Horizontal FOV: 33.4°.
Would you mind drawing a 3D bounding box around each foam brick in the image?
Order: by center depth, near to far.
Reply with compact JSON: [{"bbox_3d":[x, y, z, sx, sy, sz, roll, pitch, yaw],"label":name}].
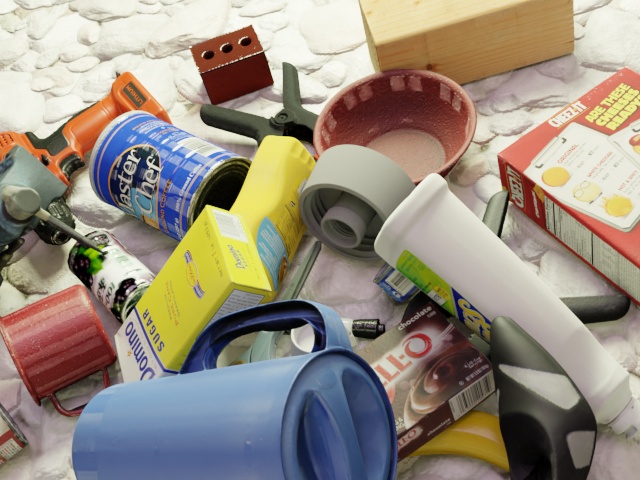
[{"bbox_3d":[-0.098,-0.196,1.190,0.078,0.051,0.053,-21,50,-3],"label":"foam brick"}]

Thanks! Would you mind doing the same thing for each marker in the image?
[{"bbox_3d":[-0.001,0.078,0.962,0.121,0.020,0.020,1,52,16],"label":"marker"}]

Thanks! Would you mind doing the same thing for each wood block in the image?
[{"bbox_3d":[0.153,-0.229,1.125,0.206,0.091,0.090,-16,49,2],"label":"wood block"}]

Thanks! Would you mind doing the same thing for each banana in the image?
[{"bbox_3d":[0.085,0.166,0.854,0.198,0.037,0.069,0,51,15],"label":"banana"}]

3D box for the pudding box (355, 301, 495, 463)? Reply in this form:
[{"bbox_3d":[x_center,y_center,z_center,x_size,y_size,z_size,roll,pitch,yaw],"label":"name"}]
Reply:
[{"bbox_3d":[0.072,0.113,0.851,0.113,0.039,0.090,-32,46,-12],"label":"pudding box"}]

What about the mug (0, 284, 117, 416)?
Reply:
[{"bbox_3d":[-0.232,0.101,0.966,0.081,0.093,0.117,-25,80,-13],"label":"mug"}]

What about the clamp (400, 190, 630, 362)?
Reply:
[{"bbox_3d":[0.149,0.063,0.922,0.209,0.036,0.165,-41,58,-17],"label":"clamp"}]

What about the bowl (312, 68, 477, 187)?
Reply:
[{"bbox_3d":[0.077,-0.096,1.059,0.162,0.055,0.162,-7,50,9],"label":"bowl"}]

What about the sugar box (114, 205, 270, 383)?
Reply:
[{"bbox_3d":[-0.115,0.064,0.917,0.176,0.048,0.093,-50,42,28],"label":"sugar box"}]

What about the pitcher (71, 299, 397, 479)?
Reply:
[{"bbox_3d":[-0.072,0.146,0.809,0.243,0.145,0.149,-9,27,38],"label":"pitcher"}]

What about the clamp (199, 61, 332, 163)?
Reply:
[{"bbox_3d":[-0.049,-0.116,1.120,0.120,0.039,0.172,-28,50,-7],"label":"clamp"}]

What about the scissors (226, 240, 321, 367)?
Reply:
[{"bbox_3d":[-0.035,0.089,0.927,0.201,0.016,0.096,-53,36,-11],"label":"scissors"}]

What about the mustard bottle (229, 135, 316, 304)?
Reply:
[{"bbox_3d":[-0.057,0.001,0.988,0.058,0.096,0.191,8,54,22],"label":"mustard bottle"}]

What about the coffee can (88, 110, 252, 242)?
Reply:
[{"bbox_3d":[-0.144,-0.058,1.056,0.140,0.103,0.102,26,62,30],"label":"coffee can"}]

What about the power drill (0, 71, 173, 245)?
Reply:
[{"bbox_3d":[-0.250,-0.091,1.140,0.187,0.057,0.185,-32,51,-12],"label":"power drill"}]

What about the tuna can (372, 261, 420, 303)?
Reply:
[{"bbox_3d":[0.086,0.015,0.946,0.034,0.086,0.086,40,65,0],"label":"tuna can"}]

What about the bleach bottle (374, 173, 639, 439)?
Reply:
[{"bbox_3d":[0.157,0.060,0.841,0.251,0.102,0.068,42,77,7],"label":"bleach bottle"}]

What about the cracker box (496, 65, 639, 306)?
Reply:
[{"bbox_3d":[0.290,-0.043,0.950,0.164,0.072,0.214,-34,50,-14],"label":"cracker box"}]
